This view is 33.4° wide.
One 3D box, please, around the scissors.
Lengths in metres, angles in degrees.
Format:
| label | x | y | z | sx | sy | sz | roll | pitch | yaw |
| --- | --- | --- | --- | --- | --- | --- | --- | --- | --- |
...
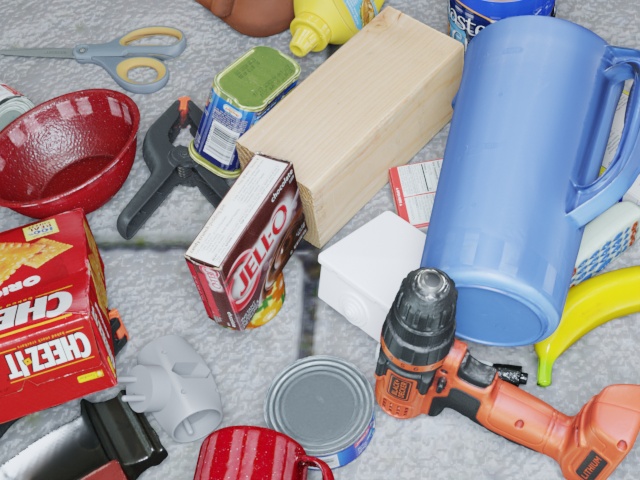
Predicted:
| label | x | y | z | sx | sy | sz | roll | pitch | yaw |
| --- | --- | --- | --- | --- | --- | --- | --- | --- | --- |
| scissors | -0.237 | -0.180 | 1.099 | 0.202 | 0.016 | 0.096 | -10 | 54 | 1 |

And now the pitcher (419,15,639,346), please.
| label | x | y | z | sx | sy | sz | roll | pitch | yaw |
| --- | --- | --- | --- | --- | --- | --- | --- | --- | --- |
| pitcher | 0.160 | -0.046 | 0.822 | 0.145 | 0.149 | 0.242 | 18 | 62 | 1 |

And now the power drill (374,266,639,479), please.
| label | x | y | z | sx | sy | sz | roll | pitch | yaw |
| --- | --- | --- | --- | --- | --- | --- | --- | --- | --- |
| power drill | 0.130 | 0.100 | 0.756 | 0.188 | 0.184 | 0.057 | 24 | 61 | 12 |

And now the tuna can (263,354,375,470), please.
| label | x | y | z | sx | sy | sz | roll | pitch | yaw |
| --- | --- | --- | --- | --- | --- | --- | --- | --- | --- |
| tuna can | 0.000 | 0.134 | 0.830 | 0.086 | 0.034 | 0.086 | -4 | 54 | 5 |

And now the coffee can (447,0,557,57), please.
| label | x | y | z | sx | sy | sz | roll | pitch | yaw |
| --- | --- | --- | --- | --- | --- | --- | --- | --- | --- |
| coffee can | 0.167 | -0.213 | 0.988 | 0.103 | 0.140 | 0.103 | -4 | 54 | 5 |

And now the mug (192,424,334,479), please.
| label | x | y | z | sx | sy | sz | roll | pitch | yaw |
| --- | --- | --- | --- | --- | --- | --- | --- | --- | --- |
| mug | -0.042 | 0.184 | 0.762 | 0.117 | 0.093 | 0.081 | -16 | 45 | 27 |

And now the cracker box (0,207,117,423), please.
| label | x | y | z | sx | sy | sz | roll | pitch | yaw |
| --- | --- | --- | --- | --- | --- | --- | --- | --- | --- |
| cracker box | -0.253 | 0.061 | 0.842 | 0.164 | 0.072 | 0.214 | -18 | 25 | -6 |

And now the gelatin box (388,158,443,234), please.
| label | x | y | z | sx | sy | sz | roll | pitch | yaw |
| --- | --- | --- | --- | --- | --- | --- | --- | --- | --- |
| gelatin box | 0.109 | -0.036 | 0.939 | 0.089 | 0.030 | 0.073 | -10 | 53 | 1 |

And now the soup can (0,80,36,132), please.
| label | x | y | z | sx | sy | sz | roll | pitch | yaw |
| --- | --- | --- | --- | --- | --- | --- | --- | --- | --- |
| soup can | -0.335 | -0.132 | 1.047 | 0.102 | 0.068 | 0.068 | 32 | 65 | 26 |

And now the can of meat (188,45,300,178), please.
| label | x | y | z | sx | sy | sz | roll | pitch | yaw |
| --- | --- | --- | --- | --- | --- | --- | --- | --- | --- |
| can of meat | -0.067 | -0.119 | 0.969 | 0.057 | 0.084 | 0.102 | 33 | 44 | 8 |

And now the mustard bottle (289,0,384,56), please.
| label | x | y | z | sx | sy | sz | roll | pitch | yaw |
| --- | --- | --- | --- | --- | --- | --- | --- | --- | --- |
| mustard bottle | 0.024 | -0.254 | 1.066 | 0.058 | 0.096 | 0.191 | 6 | 53 | 42 |

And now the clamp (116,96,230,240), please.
| label | x | y | z | sx | sy | sz | roll | pitch | yaw |
| --- | --- | --- | --- | --- | --- | --- | --- | --- | --- |
| clamp | -0.134 | -0.063 | 0.983 | 0.120 | 0.039 | 0.171 | -4 | 48 | -17 |

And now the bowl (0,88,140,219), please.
| label | x | y | z | sx | sy | sz | roll | pitch | yaw |
| --- | --- | --- | --- | --- | --- | --- | --- | --- | --- |
| bowl | -0.231 | -0.069 | 0.982 | 0.162 | 0.055 | 0.162 | -13 | 42 | 12 |

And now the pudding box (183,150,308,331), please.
| label | x | y | z | sx | sy | sz | roll | pitch | yaw |
| --- | --- | --- | --- | --- | --- | --- | --- | --- | --- |
| pudding box | -0.055 | 0.001 | 0.832 | 0.039 | 0.090 | 0.113 | 19 | 60 | 20 |

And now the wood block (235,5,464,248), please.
| label | x | y | z | sx | sy | sz | roll | pitch | yaw |
| --- | --- | --- | --- | --- | --- | --- | --- | --- | --- |
| wood block | 0.031 | -0.104 | 0.962 | 0.091 | 0.090 | 0.205 | 33 | 65 | 27 |

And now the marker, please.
| label | x | y | z | sx | sy | sz | roll | pitch | yaw |
| --- | --- | --- | --- | --- | --- | --- | --- | --- | --- |
| marker | 0.104 | 0.099 | 0.849 | 0.121 | 0.020 | 0.020 | 9 | 56 | 14 |

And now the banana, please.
| label | x | y | z | sx | sy | sz | roll | pitch | yaw |
| --- | --- | --- | --- | --- | --- | --- | --- | --- | --- |
| banana | 0.248 | 0.054 | 0.853 | 0.197 | 0.037 | 0.070 | -21 | 72 | -6 |
